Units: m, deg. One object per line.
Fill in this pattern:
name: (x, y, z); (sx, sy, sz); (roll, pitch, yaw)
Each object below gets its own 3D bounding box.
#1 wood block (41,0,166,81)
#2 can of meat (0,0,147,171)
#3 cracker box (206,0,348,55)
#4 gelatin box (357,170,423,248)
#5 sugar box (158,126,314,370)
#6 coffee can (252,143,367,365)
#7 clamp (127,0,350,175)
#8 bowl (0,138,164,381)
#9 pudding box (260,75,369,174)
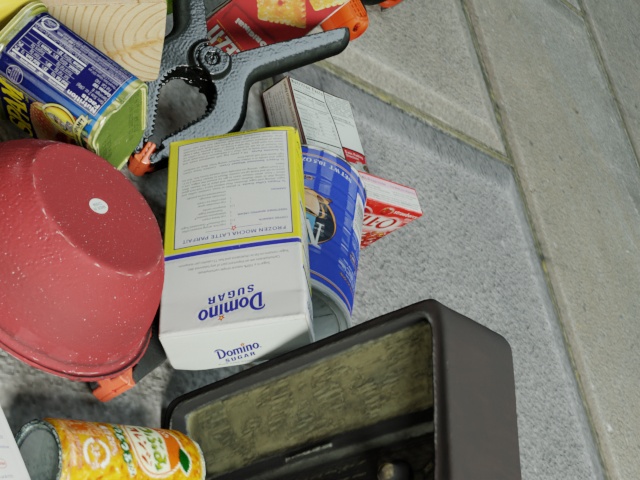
wood block: (-0.169, -0.222, 0.762); (0.090, 0.090, 0.206); (-5, 64, -15)
can of meat: (-0.157, -0.089, 0.672); (0.084, 0.102, 0.057); (36, 70, 3)
cracker box: (0.004, -0.242, 0.925); (0.072, 0.214, 0.164); (49, 34, -13)
gelatin box: (0.033, -0.025, 0.924); (0.089, 0.073, 0.030); (13, 55, -49)
sugar box: (-0.055, 0.001, 0.706); (0.048, 0.093, 0.176); (76, 7, -49)
coffee can: (-0.022, 0.011, 0.796); (0.102, 0.103, 0.140); (40, 38, -28)
clamp: (-0.076, -0.131, 0.813); (0.164, 0.036, 0.210); (27, 66, -10)
bowl: (-0.142, -0.003, 0.608); (0.162, 0.055, 0.162); (39, 27, -25)
pudding box: (-0.001, -0.083, 0.957); (0.089, 0.039, 0.113); (14, 53, -48)
